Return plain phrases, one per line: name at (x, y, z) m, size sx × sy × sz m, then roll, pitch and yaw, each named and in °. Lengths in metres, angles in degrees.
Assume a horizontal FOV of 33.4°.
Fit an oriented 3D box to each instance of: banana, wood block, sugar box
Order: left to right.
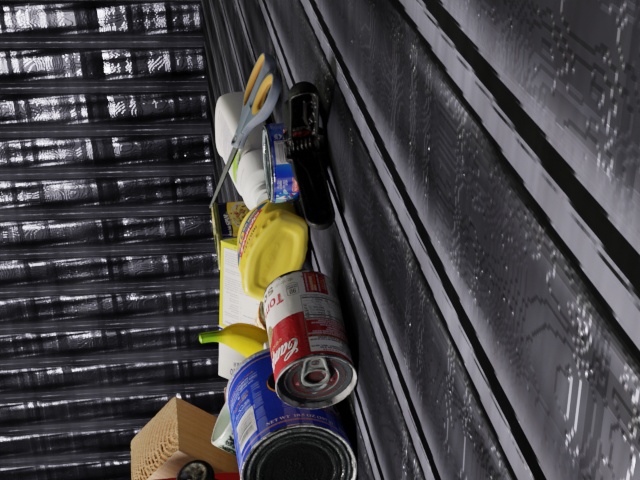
wood block at (-0.115, 0.282, 1.268) m, size 0.091 × 0.205 × 0.090 m, roll -46°, pitch 30°, yaw 20°
sugar box at (-0.081, 0.091, 1.311) m, size 0.093 × 0.048 × 0.176 m, roll 16°, pitch 110°, yaw 45°
banana at (-0.048, 0.158, 1.160) m, size 0.198 × 0.069 × 0.037 m, roll 54°, pitch -176°, yaw -10°

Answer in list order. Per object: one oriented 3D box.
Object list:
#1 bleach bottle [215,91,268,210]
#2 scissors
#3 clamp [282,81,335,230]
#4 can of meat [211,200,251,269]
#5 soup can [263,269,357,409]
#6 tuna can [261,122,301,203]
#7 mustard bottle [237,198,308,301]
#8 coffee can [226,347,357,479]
bleach bottle at (-0.088, -0.100, 1.366) m, size 0.251 × 0.068 × 0.102 m, roll -112°, pitch 18°, yaw -57°
scissors at (-0.088, -0.123, 1.265) m, size 0.096 × 0.016 × 0.202 m, roll 36°, pitch 110°, yaw 64°
clamp at (-0.014, -0.091, 0.918) m, size 0.171 × 0.039 × 0.120 m, roll -114°, pitch 21°, yaw -67°
can of meat at (-0.100, -0.011, 1.431) m, size 0.102 × 0.084 × 0.057 m, roll -105°, pitch 12°, yaw -51°
soup can at (-0.011, 0.082, 0.909) m, size 0.102 × 0.068 × 0.068 m, roll -102°, pitch 10°, yaw -45°
tuna can at (-0.041, -0.083, 1.135) m, size 0.086 × 0.033 × 0.086 m, roll 174°, pitch 90°, yaw -82°
mustard bottle at (-0.058, 0.001, 1.184) m, size 0.192 × 0.058 × 0.096 m, roll -124°, pitch 57°, yaw -76°
coffee can at (-0.030, 0.175, 0.980) m, size 0.140 × 0.102 × 0.103 m, roll -113°, pitch 19°, yaw -65°
